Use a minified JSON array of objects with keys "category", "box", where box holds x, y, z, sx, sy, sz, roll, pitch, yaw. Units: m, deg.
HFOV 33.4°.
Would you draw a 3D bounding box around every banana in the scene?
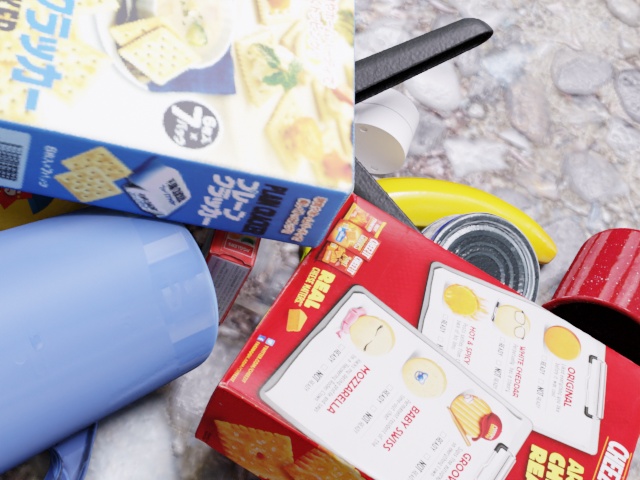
[{"category":"banana","box":[0.069,-0.010,0.733,0.197,0.037,0.069,-5,89,-17]}]

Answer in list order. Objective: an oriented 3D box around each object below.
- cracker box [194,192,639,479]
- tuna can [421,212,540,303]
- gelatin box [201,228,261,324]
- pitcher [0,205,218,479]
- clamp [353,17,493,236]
[{"category":"cracker box","box":[0.063,0.094,0.602,0.214,0.072,0.164,32,50,3]},{"category":"tuna can","box":[0.100,0.024,0.701,0.086,0.034,0.086,1,87,-17]},{"category":"gelatin box","box":[-0.054,0.001,0.654,0.030,0.089,0.073,19,58,-8]},{"category":"pitcher","box":[-0.174,0.071,0.556,0.242,0.149,0.145,-23,55,-35]},{"category":"clamp","box":[0.004,-0.088,0.687,0.210,0.036,0.164,19,81,10]}]
